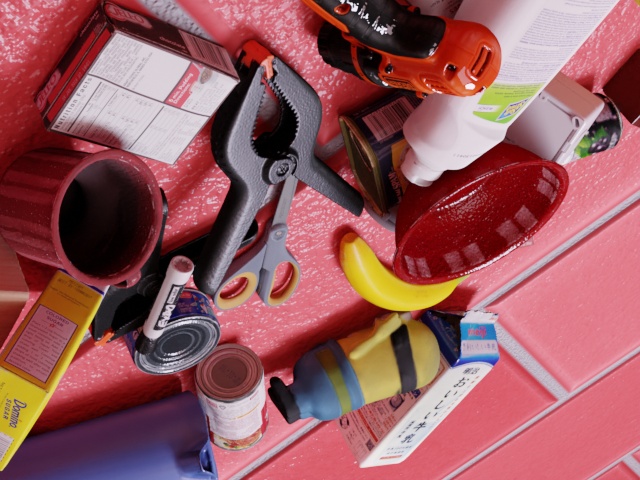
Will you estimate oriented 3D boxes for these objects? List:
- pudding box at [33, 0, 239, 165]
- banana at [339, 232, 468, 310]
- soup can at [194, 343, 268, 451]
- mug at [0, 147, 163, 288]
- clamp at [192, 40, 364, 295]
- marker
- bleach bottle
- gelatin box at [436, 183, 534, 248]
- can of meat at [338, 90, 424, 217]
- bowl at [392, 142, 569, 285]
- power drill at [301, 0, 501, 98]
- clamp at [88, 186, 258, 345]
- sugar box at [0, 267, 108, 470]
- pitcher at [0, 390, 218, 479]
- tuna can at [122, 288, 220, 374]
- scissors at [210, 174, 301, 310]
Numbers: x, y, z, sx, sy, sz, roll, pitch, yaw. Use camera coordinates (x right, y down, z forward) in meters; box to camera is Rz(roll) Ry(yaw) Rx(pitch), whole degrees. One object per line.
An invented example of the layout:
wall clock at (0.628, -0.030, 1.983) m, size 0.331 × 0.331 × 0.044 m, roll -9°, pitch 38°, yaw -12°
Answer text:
pudding box at (-0.124, -0.104, 0.730) m, size 0.113 × 0.039 × 0.090 m, roll 16°, pitch 126°, yaw -44°
banana at (0.073, 0.036, 1.062) m, size 0.197 × 0.037 × 0.070 m, roll 13°, pitch 107°, yaw -47°
soup can at (-0.088, 0.157, 1.067) m, size 0.068 × 0.068 × 0.102 m, roll -20°, pitch 144°, yaw -14°
mug at (-0.166, -0.013, 0.747) m, size 0.093 × 0.082 × 0.117 m, roll -52°, pitch 133°, yaw -28°
clamp at (-0.046, -0.055, 0.826) m, size 0.164 × 0.036 × 0.210 m, roll -33°, pitch 141°, yaw -17°
marker at (-0.131, 0.057, 0.882) m, size 0.020 × 0.020 × 0.121 m, roll -5°, pitch 144°, yaw -32°
bleach bottle at (0.122, -0.130, 0.734) m, size 0.102 × 0.068 × 0.251 m, roll -2°, pitch 142°, yaw -36°
gelatin box at (0.144, -0.021, 0.965) m, size 0.089 × 0.030 × 0.073 m, roll -13°, pitch 126°, yaw 6°
can of meat at (0.070, -0.079, 0.888) m, size 0.084 × 0.057 × 0.102 m, roll -28°, pitch 147°, yaw -6°
bowl at (0.121, -0.032, 0.882) m, size 0.162 × 0.055 × 0.162 m, roll -21°, pitch 152°, yaw -12°
power drill at (0.002, -0.155, 0.681) m, size 0.187 × 0.185 × 0.057 m, roll 25°, pitch 88°, yaw -33°
clamp at (-0.131, 0.025, 0.893) m, size 0.120 × 0.039 × 0.172 m, roll 13°, pitch 131°, yaw -39°
sugar box at (-0.200, 0.073, 0.781) m, size 0.048 × 0.176 × 0.093 m, roll 32°, pitch 123°, yaw -8°
pitcher at (-0.225, 0.237, 1.030) m, size 0.242 × 0.145 × 0.149 m, roll -11°, pitch 130°, yaw -20°
tuna can at (-0.134, 0.084, 0.968) m, size 0.086 × 0.034 × 0.086 m, roll -20°, pitch 145°, yaw -15°
scissors at (-0.056, 0.001, 0.935) m, size 0.096 × 0.016 × 0.202 m, roll -20°, pitch 145°, yaw -14°
